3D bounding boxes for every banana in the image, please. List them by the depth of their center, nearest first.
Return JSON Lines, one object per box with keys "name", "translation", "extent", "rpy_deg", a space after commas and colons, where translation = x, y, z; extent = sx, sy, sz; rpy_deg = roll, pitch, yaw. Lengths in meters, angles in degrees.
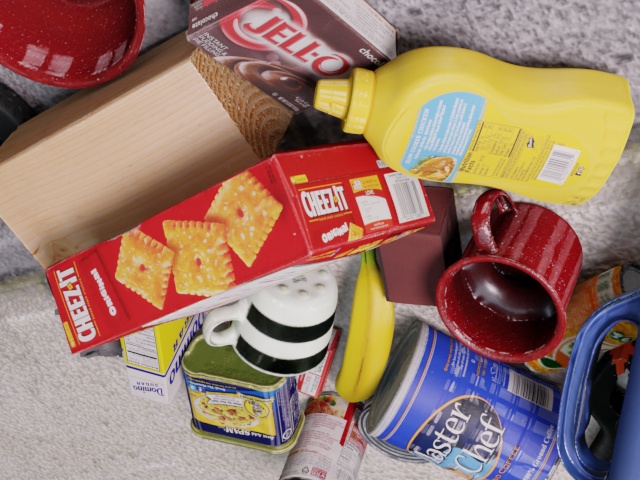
{"name": "banana", "translation": [0.037, 0.087, 0.888], "extent": [0.037, 0.069, 0.198], "rpy_deg": [7, 136, -2]}

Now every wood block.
{"name": "wood block", "translation": [-0.133, -0.069, 0.762], "extent": [0.206, 0.090, 0.090], "rpy_deg": [-23, 116, 28]}

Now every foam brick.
{"name": "foam brick", "translation": [0.074, 0.004, 0.799], "extent": [0.051, 0.053, 0.078], "rpy_deg": [4, 135, 20]}

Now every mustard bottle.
{"name": "mustard bottle", "translation": [0.091, -0.076, 0.675], "extent": [0.191, 0.058, 0.096], "rpy_deg": [9, 143, -6]}

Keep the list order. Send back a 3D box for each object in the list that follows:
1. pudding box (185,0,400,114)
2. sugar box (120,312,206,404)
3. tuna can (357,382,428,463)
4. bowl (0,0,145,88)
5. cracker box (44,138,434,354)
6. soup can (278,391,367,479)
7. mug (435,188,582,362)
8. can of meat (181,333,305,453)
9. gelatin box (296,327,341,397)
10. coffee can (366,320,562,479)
{"name": "pudding box", "translation": [-0.016, -0.132, 0.684], "extent": [0.090, 0.039, 0.113], "rpy_deg": [-17, 151, 36]}
{"name": "sugar box", "translation": [-0.134, 0.049, 0.904], "extent": [0.048, 0.093, 0.176], "rpy_deg": [12, 137, 14]}
{"name": "tuna can", "translation": [0.079, 0.163, 0.968], "extent": [0.086, 0.033, 0.086], "rpy_deg": [12, 136, 12]}
{"name": "bowl", "translation": [-0.183, -0.184, 0.721], "extent": [0.162, 0.055, 0.162], "rpy_deg": [12, 136, 12]}
{"name": "cracker box", "translation": [-0.055, 0.001, 0.726], "extent": [0.214, 0.163, 0.072], "rpy_deg": [-22, 86, 34]}
{"name": "soup can", "translation": [0.005, 0.201, 0.987], "extent": [0.068, 0.102, 0.068], "rpy_deg": [12, 136, 12]}
{"name": "mug", "translation": [0.134, 0.017, 0.759], "extent": [0.093, 0.081, 0.117], "rpy_deg": [-9, 119, 35]}
{"name": "can of meat", "translation": [-0.069, 0.133, 0.940], "extent": [0.102, 0.057, 0.084], "rpy_deg": [9, 132, 16]}
{"name": "gelatin box", "translation": [-0.031, 0.095, 0.952], "extent": [0.089, 0.030, 0.073], "rpy_deg": [20, 136, 5]}
{"name": "coffee can", "translation": [0.122, 0.141, 0.878], "extent": [0.140, 0.102, 0.103], "rpy_deg": [26, 137, -3]}
